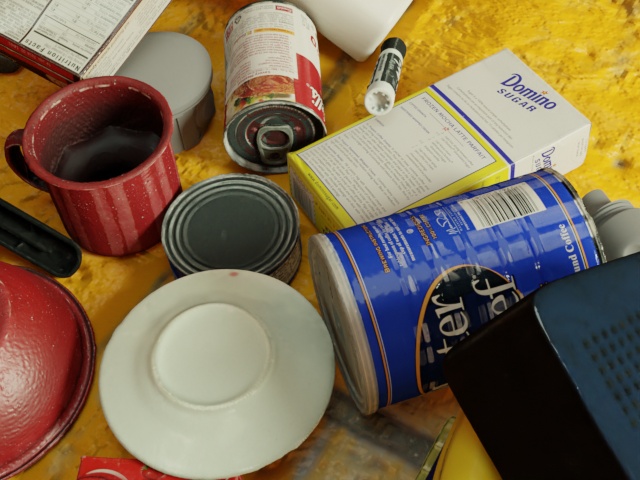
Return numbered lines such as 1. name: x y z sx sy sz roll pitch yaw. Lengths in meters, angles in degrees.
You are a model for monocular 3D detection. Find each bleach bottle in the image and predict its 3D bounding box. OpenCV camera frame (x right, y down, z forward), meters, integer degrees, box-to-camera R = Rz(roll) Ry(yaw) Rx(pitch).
1. bleach bottle: -0.040 -0.240 0.757 0.251 0.068 0.102 37 61 -5

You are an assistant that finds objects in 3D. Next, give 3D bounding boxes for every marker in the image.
1. marker: 0.045 -0.114 0.724 0.020 0.020 0.121 3 27 7

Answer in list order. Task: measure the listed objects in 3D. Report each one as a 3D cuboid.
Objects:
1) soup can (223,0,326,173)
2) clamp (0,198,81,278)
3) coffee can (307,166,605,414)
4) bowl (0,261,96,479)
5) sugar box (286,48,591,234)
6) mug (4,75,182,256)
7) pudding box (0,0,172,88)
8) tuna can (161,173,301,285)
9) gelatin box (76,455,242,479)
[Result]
1. soup can: -0.033 -0.105 0.724 0.068 0.068 0.102 -5 52 1
2. clamp: -0.264 -0.046 0.667 0.210 0.164 0.036 31 91 33
3. coffee can: 0.074 0.027 0.594 0.140 0.103 0.103 -17 54 -7
4. bowl: -0.217 0.065 0.622 0.162 0.055 0.162 -3 53 4
5. sugar box: 0.076 -0.052 0.689 0.176 0.048 0.093 -25 52 -17
6. mug: -0.144 -0.045 0.680 0.117 0.081 0.093 6 54 9
7. pudding box: -0.161 -0.159 0.715 0.090 0.039 0.113 29 73 12
8. tuna can: -0.054 0.001 0.668 0.086 0.034 0.086 -3 53 3
9. gelatin box: -0.089 0.153 0.560 0.089 0.030 0.073 2 53 6
